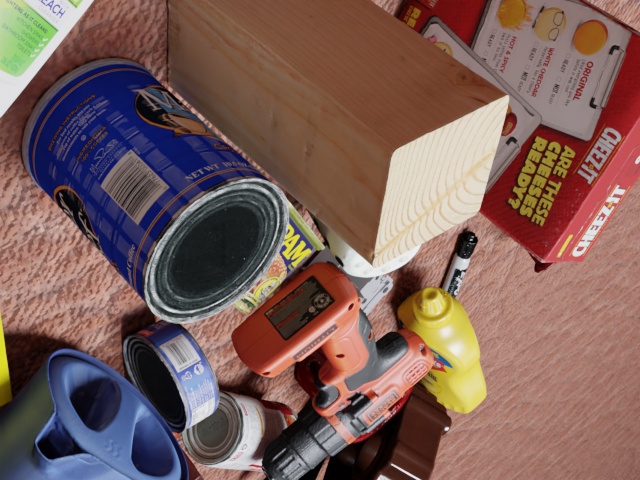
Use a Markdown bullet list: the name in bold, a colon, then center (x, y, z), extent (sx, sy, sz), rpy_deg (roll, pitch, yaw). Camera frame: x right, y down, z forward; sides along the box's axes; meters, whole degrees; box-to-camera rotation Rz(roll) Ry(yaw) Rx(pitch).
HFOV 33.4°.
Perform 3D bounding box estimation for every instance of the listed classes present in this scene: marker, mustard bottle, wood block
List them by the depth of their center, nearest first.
- **wood block**: center (0.002, -0.090, 0.646), extent (0.090, 0.206, 0.090), rpy_deg (-27, 143, -31)
- **mustard bottle**: center (0.123, 0.103, 1.104), extent (0.058, 0.096, 0.191), rpy_deg (-38, 147, -14)
- **marker**: center (0.142, 0.040, 1.130), extent (0.020, 0.020, 0.121), rpy_deg (-19, 138, -38)

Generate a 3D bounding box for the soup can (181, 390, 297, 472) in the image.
- **soup can**: center (-0.072, 0.176, 0.978), extent (0.068, 0.069, 0.102), rpy_deg (-53, 147, 8)

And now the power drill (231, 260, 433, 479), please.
- **power drill**: center (-0.002, 0.114, 0.897), extent (0.184, 0.057, 0.187), rpy_deg (-41, 143, -5)

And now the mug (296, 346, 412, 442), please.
- **mug**: center (0.023, 0.136, 1.033), extent (0.117, 0.082, 0.093), rpy_deg (2, 123, -51)

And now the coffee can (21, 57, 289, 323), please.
- **coffee can**: center (-0.101, -0.032, 0.648), extent (0.102, 0.140, 0.103), rpy_deg (-31, 144, -25)

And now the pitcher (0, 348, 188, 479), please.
- **pitcher**: center (-0.218, 0.204, 0.775), extent (0.243, 0.145, 0.149), rpy_deg (-44, 123, 9)

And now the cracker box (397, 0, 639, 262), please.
- **cracker box**: center (0.144, -0.109, 0.786), extent (0.071, 0.214, 0.164), rpy_deg (2, 123, -51)

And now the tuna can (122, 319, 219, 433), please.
- **tuna can**: center (-0.116, 0.105, 0.832), extent (0.033, 0.086, 0.086), rpy_deg (-28, 143, -31)
